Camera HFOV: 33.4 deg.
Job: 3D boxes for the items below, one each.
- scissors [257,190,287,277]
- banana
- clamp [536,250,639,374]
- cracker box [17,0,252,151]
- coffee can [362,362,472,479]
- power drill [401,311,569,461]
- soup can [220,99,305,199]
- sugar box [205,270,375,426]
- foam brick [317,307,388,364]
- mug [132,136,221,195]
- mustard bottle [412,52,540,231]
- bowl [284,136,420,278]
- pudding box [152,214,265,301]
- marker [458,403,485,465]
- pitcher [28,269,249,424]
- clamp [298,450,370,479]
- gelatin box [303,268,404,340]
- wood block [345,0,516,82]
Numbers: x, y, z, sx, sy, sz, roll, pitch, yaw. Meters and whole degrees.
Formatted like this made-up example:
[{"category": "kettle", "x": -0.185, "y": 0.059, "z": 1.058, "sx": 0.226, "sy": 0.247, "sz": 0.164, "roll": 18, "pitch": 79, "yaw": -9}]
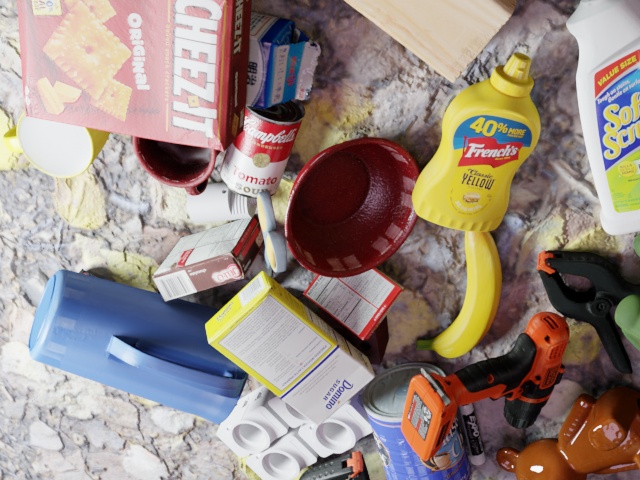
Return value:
[{"category": "scissors", "x": -0.058, "y": 0.001, "z": 1.175, "sx": 0.016, "sy": 0.202, "sz": 0.096, "roll": -11, "pitch": 86, "yaw": -9}, {"category": "banana", "x": 0.164, "y": 0.067, "z": 1.187, "sx": 0.069, "sy": 0.037, "sz": 0.198, "roll": 20, "pitch": 125, "yaw": 3}, {"category": "clamp", "x": 0.311, "y": 0.059, "z": 1.138, "sx": 0.171, "sy": 0.039, "sz": 0.120, "roll": 39, "pitch": 113, "yaw": -12}, {"category": "cracker box", "x": -0.179, "y": -0.185, "z": 1.021, "sx": 0.214, "sy": 0.072, "sz": 0.164, "roll": 11, "pitch": 119, "yaw": 10}, {"category": "coffee can", "x": 0.116, "y": 0.231, "z": 1.266, "sx": 0.103, "sy": 0.102, "sz": 0.140, "roll": -6, "pitch": 119, "yaw": 21}, {"category": "power drill", "x": 0.181, "y": 0.171, "z": 1.172, "sx": 0.057, "sy": 0.187, "sz": 0.184, "roll": 50, "pitch": 149, "yaw": 36}, {"category": "soup can", "x": -0.063, "y": -0.103, "z": 1.132, "sx": 0.068, "sy": 0.068, "sz": 0.102, "roll": 23, "pitch": 126, "yaw": 2}, {"category": "sugar box", "x": -0.032, "y": 0.121, "z": 1.177, "sx": 0.093, "sy": 0.048, "sz": 0.176, "roll": -42, "pitch": 120, "yaw": 11}, {"category": "foam brick", "x": 0.036, "y": 0.109, "z": 1.245, "sx": 0.078, "sy": 0.051, "sz": 0.053, "roll": 0, "pitch": 121, "yaw": 17}, {"category": "mug", "x": -0.140, "y": -0.105, "z": 1.146, "sx": 0.093, "sy": 0.081, "sz": 0.117, "roll": -3, "pitch": 120, "yaw": 19}, {"category": "mustard bottle", "x": 0.166, "y": -0.100, "z": 1.067, "sx": 0.096, "sy": 0.058, "sz": 0.192, "roll": 12, "pitch": 124, "yaw": -11}, {"category": "bowl", "x": 0.026, "y": -0.043, "z": 1.123, "sx": 0.161, "sy": 0.055, "sz": 0.162, "roll": -13, "pitch": 122, "yaw": -22}, {"category": "pudding box", "x": -0.125, "y": 0.019, "z": 1.215, "sx": 0.114, "sy": 0.090, "sz": 0.039, "roll": -15, "pitch": 114, "yaw": 25}, {"category": "marker", "x": 0.180, "y": 0.220, "z": 1.290, "sx": 0.020, "sy": 0.020, "sz": 0.121, "roll": -5, "pitch": 120, "yaw": 20}, {"category": "pitcher", "x": -0.202, "y": 0.119, "z": 1.224, "sx": 0.242, "sy": 0.145, "sz": 0.149, "roll": 19, "pitch": 140, "yaw": -20}, {"category": "clamp", "x": 0.012, "y": 0.332, "z": 1.365, "sx": 0.164, "sy": 0.036, "sz": 0.210, "roll": 18, "pitch": 135, "yaw": -25}, {"category": "gelatin box", "x": 0.038, "y": 0.057, "z": 1.194, "sx": 0.089, "sy": 0.030, "sz": 0.073, "roll": 37, "pitch": 96, "yaw": 13}, {"category": "wood block", "x": 0.074, "y": -0.253, "z": 0.982, "sx": 0.206, "sy": 0.090, "sz": 0.090, "roll": 36, "pitch": 124, "yaw": -7}]
